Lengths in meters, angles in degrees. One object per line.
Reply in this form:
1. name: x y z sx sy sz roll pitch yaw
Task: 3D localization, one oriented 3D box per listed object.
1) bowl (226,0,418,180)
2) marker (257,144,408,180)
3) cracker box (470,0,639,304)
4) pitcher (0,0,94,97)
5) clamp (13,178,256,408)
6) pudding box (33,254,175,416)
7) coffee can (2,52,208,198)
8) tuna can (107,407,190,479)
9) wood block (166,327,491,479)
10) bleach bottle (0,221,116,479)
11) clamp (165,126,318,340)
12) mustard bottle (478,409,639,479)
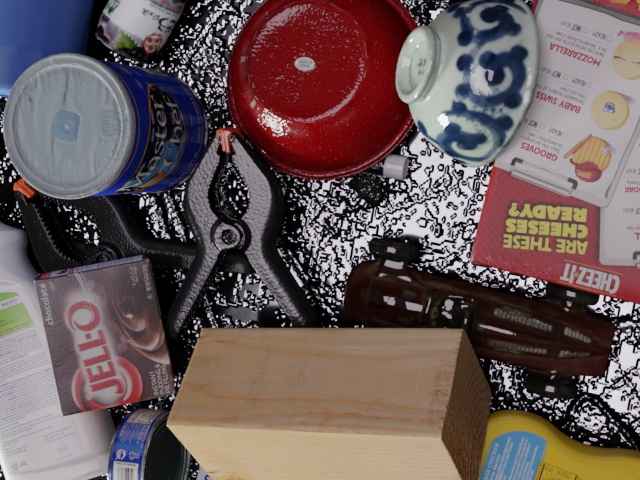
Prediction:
1. bowl: -0.003 -0.128 0.798 0.162 0.055 0.162 -1 85 15
2. marker: 0.008 -0.066 0.830 0.121 0.020 0.020 11 97 15
3. cracker box: 0.211 -0.071 0.743 0.164 0.072 0.214 14 99 16
4. pitcher: -0.241 -0.236 0.831 0.149 0.145 0.243 10 100 12
5. clamp: -0.174 0.027 0.882 0.210 0.036 0.165 34 102 8
6. pudding box: -0.168 0.074 0.836 0.090 0.039 0.113 -11 96 -8
7. coffee can: -0.159 -0.085 0.815 0.103 0.140 0.103 1 94 16
8. tuna can: -0.137 0.178 0.857 0.034 0.086 0.086 2 95 18
9. wood block: 0.009 0.122 0.773 0.206 0.090 0.090 -2 50 25
10. bleach bottle: -0.246 0.084 0.895 0.102 0.068 0.251 -20 84 5
11. clamp: -0.055 0.001 0.818 0.120 0.039 0.171 6 103 4
12. mustard bottle: 0.154 0.178 0.784 0.192 0.058 0.096 18 98 14
